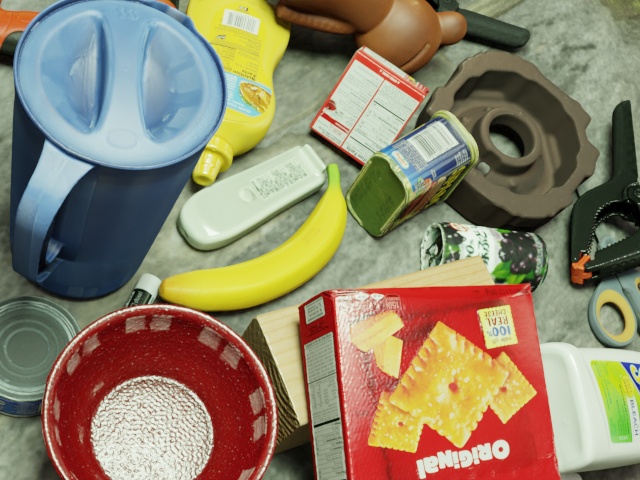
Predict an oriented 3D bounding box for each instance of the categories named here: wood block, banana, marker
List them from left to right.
[{"bbox_3d":[-0.156,0.078,0.824,0.020,0.020,0.121,27,58,-5],"label":"marker"},{"bbox_3d":[-0.042,0.014,0.888,0.197,0.037,0.069,-37,87,-28],"label":"banana"},{"bbox_3d":[0.044,0.089,0.850,0.205,0.091,0.090,-14,69,-26],"label":"wood block"}]

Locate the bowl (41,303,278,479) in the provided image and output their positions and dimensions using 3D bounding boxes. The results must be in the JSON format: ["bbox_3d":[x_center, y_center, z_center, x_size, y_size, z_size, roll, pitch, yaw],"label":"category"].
[{"bbox_3d":[-0.113,0.128,0.744,0.162,0.055,0.162,7,61,-14],"label":"bowl"}]

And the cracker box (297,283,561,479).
[{"bbox_3d":[0.080,0.139,0.749,0.164,0.072,0.214,0,73,-22],"label":"cracker box"}]

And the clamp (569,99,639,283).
[{"bbox_3d":[0.297,-0.043,1.017,0.209,0.036,0.165,-39,56,-16],"label":"clamp"}]

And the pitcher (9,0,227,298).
[{"bbox_3d":[-0.162,-0.044,0.753,0.149,0.243,0.145,-13,69,-26],"label":"pitcher"}]

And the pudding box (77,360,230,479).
[{"bbox_3d":[-0.128,0.150,0.784,0.113,0.039,0.090,-36,79,-32],"label":"pudding box"}]

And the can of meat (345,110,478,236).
[{"bbox_3d":[0.078,-0.056,0.934,0.083,0.102,0.057,-31,77,-29],"label":"can of meat"}]

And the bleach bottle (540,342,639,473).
[{"bbox_3d":[0.265,0.132,0.892,0.250,0.068,0.102,2,72,-42],"label":"bleach bottle"}]

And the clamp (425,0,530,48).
[{"bbox_3d":[0.124,-0.245,1.087,0.171,0.039,0.120,-7,65,-23],"label":"clamp"}]

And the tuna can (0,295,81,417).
[{"bbox_3d":[-0.218,0.085,0.789,0.086,0.034,0.086,9,61,-16],"label":"tuna can"}]

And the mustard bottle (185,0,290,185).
[{"bbox_3d":[-0.086,-0.131,0.936,0.096,0.058,0.191,16,58,-13],"label":"mustard bottle"}]

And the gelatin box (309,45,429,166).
[{"bbox_3d":[0.043,-0.118,0.963,0.073,0.089,0.030,34,26,0],"label":"gelatin box"}]
